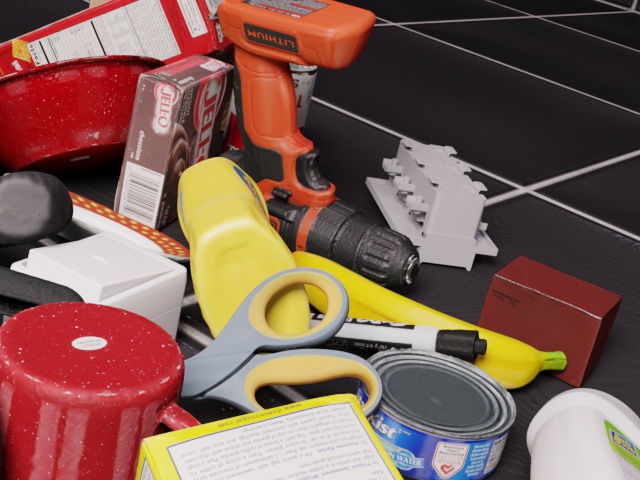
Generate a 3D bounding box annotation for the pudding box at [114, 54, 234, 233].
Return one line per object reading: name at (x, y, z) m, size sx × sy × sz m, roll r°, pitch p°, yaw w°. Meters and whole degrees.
pudding box at (-0.105, -0.073, 0.775) m, size 0.039 × 0.114 × 0.090 m, roll 23°, pitch 25°, yaw 12°

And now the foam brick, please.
foam brick at (0.151, 0.051, 0.706) m, size 0.078 × 0.053 × 0.051 m, roll 25°, pitch 25°, yaw 24°

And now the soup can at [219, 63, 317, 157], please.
soup can at (-0.045, -0.105, 0.901) m, size 0.068 × 0.102 × 0.068 m, roll 12°, pitch 23°, yaw -5°

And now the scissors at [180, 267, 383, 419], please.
scissors at (-0.067, 0.054, 0.538) m, size 0.201 × 0.016 × 0.096 m, roll 6°, pitch 67°, yaw -4°

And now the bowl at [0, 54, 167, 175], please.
bowl at (-0.184, -0.084, 0.780) m, size 0.162 × 0.055 × 0.162 m, roll -15°, pitch -3°, yaw -1°

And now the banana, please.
banana at (0.054, 0.053, 0.676) m, size 0.198 × 0.037 × 0.069 m, roll 22°, pitch 6°, yaw 18°

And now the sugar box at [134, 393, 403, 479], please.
sugar box at (0.007, 0.138, 0.369) m, size 0.093 × 0.048 × 0.176 m, roll -9°, pitch 49°, yaw -26°

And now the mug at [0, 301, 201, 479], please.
mug at (-0.094, 0.083, 0.455) m, size 0.117 × 0.081 × 0.093 m, roll 22°, pitch 24°, yaw 20°

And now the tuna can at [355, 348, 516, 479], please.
tuna can at (0.060, 0.094, 0.578) m, size 0.086 × 0.034 × 0.086 m, roll 11°, pitch 23°, yaw -5°

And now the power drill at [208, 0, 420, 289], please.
power drill at (-0.008, -0.067, 0.727) m, size 0.185 × 0.188 × 0.057 m, roll 22°, pitch 35°, yaw 28°

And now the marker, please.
marker at (0.038, 0.057, 0.633) m, size 0.121 × 0.020 × 0.020 m, roll 5°, pitch 19°, yaw 20°

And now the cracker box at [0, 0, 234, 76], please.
cracker box at (-0.165, -0.168, 0.899) m, size 0.214 × 0.072 × 0.164 m, roll -17°, pitch 15°, yaw 18°

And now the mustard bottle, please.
mustard bottle at (-0.054, 0.001, 0.656) m, size 0.058 × 0.096 × 0.192 m, roll -24°, pitch 23°, yaw -3°
